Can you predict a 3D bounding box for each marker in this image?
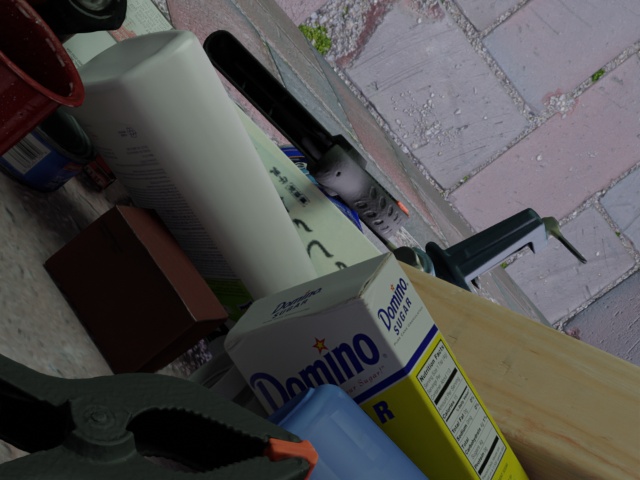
[{"bbox_3d":[-0.071,0.051,0.680,0.020,0.020,0.121,36,19,-55],"label":"marker"}]

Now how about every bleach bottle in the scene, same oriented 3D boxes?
[{"bbox_3d":[-0.054,0.001,0.632,0.103,0.068,0.250,9,-46,54],"label":"bleach bottle"}]

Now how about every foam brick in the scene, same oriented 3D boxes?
[{"bbox_3d":[-0.096,0.027,0.565,0.078,0.053,0.051,55,11,11],"label":"foam brick"}]

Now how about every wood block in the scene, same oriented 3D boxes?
[{"bbox_3d":[0.100,0.101,0.577,0.206,0.091,0.090,24,43,23],"label":"wood block"}]

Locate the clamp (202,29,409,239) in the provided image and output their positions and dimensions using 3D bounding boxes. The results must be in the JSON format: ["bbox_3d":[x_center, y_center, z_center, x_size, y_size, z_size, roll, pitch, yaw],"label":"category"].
[{"bbox_3d":[0.003,-0.062,0.760,0.165,0.036,0.209,50,6,32],"label":"clamp"}]

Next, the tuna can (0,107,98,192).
[{"bbox_3d":[-0.170,-0.070,0.616,0.086,0.034,0.086,49,11,-14],"label":"tuna can"}]

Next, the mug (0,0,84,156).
[{"bbox_3d":[-0.179,-0.084,0.495,0.117,0.081,0.093,51,11,-9],"label":"mug"}]

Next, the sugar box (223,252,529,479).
[{"bbox_3d":[0.036,0.098,0.517,0.176,0.094,0.048,56,40,-15],"label":"sugar box"}]

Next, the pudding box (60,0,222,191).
[{"bbox_3d":[-0.132,-0.102,0.704,0.090,0.113,0.039,51,-33,-13],"label":"pudding box"}]

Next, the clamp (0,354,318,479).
[{"bbox_3d":[-0.087,0.066,0.364,0.171,0.039,0.120,8,37,-32],"label":"clamp"}]
